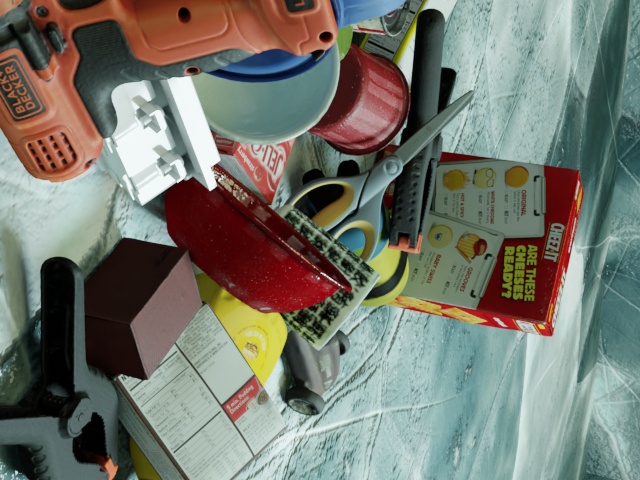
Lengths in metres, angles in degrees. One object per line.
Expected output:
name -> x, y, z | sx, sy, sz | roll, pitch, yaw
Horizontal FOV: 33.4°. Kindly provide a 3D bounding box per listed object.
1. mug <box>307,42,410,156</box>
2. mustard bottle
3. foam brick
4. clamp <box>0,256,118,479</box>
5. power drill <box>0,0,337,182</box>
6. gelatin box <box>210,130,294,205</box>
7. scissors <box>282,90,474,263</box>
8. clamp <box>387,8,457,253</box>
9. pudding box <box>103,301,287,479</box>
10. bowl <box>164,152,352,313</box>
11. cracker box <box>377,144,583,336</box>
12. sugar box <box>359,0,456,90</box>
mug -> 0.015, -0.135, 0.909 | 0.081, 0.093, 0.117 | 13, 56, -62
mustard bottle -> -0.091, 0.126, 0.788 | 0.096, 0.058, 0.191 | 50, 53, -45
foam brick -> -0.120, 0.043, 0.692 | 0.078, 0.053, 0.051 | -56, 148, -44
clamp -> -0.156, 0.090, 0.643 | 0.120, 0.039, 0.171 | -60, 157, -21
power drill -> -0.097, -0.129, 0.517 | 0.057, 0.187, 0.184 | -104, 174, -50
gelatin box -> -0.051, -0.079, 0.833 | 0.089, 0.030, 0.073 | 56, 49, -59
scissors -> 0.061, -0.042, 0.914 | 0.096, 0.201, 0.016 | 64, -5, -13
clamp -> 0.092, -0.096, 0.971 | 0.164, 0.036, 0.210 | 57, 43, -70
pudding box -> -0.086, 0.112, 0.730 | 0.089, 0.039, 0.113 | -40, 101, -34
bowl -> -0.055, 0.001, 0.745 | 0.055, 0.162, 0.162 | -50, 156, 3
cracker box -> 0.150, -0.002, 1.109 | 0.072, 0.214, 0.164 | 43, 60, -64
sugar box -> 0.072, -0.182, 1.000 | 0.176, 0.048, 0.093 | -64, 165, -2
